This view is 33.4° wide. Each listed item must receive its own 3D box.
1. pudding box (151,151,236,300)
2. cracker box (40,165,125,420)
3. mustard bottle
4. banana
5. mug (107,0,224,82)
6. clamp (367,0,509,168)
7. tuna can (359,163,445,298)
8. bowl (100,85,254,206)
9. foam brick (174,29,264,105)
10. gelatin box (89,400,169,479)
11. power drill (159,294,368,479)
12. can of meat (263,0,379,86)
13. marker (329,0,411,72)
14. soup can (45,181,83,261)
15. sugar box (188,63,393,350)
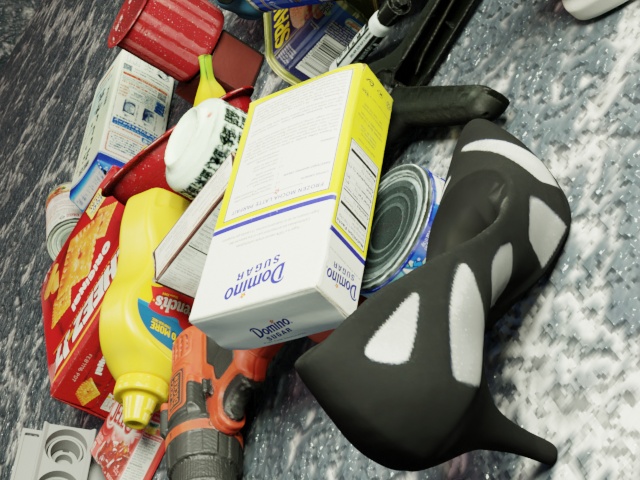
[{"bbox_3d":[-0.055,0.001,0.765,0.114,0.090,0.039,-49,29,27],"label":"pudding box"},{"bbox_3d":[-0.200,0.042,1.021,0.164,0.072,0.214,-57,26,12],"label":"cracker box"},{"bbox_3d":[-0.127,0.058,0.836,0.058,0.096,0.191,-17,47,29],"label":"mustard bottle"},{"bbox_3d":[-0.131,-0.104,1.057,0.198,0.037,0.069,-42,59,52],"label":"banana"},{"bbox_3d":[-0.151,-0.208,1.040,0.093,0.081,0.117,-63,24,-4],"label":"mug"},{"bbox_3d":[0.055,-0.107,0.726,0.210,0.036,0.164,-32,37,48],"label":"clamp"},{"bbox_3d":[0.049,-0.002,0.636,0.086,0.033,0.086,-44,31,35],"label":"tuna can"},{"bbox_3d":[-0.109,-0.065,0.924,0.162,0.055,0.162,-36,1,1],"label":"bowl"},{"bbox_3d":[-0.101,-0.166,1.061,0.078,0.051,0.053,-17,50,57],"label":"foam brick"},{"bbox_3d":[-0.151,0.156,0.864,0.073,0.030,0.089,-63,25,-1],"label":"gelatin box"},{"bbox_3d":[-0.041,0.085,0.693,0.188,0.057,0.184,-48,31,27],"label":"power drill"},{"bbox_3d":[0.001,-0.183,0.881,0.084,0.057,0.102,-44,31,29],"label":"can of meat"},{"bbox_3d":[0.036,-0.151,0.795,0.121,0.020,0.020,140,149,-63],"label":"marker"},{"bbox_3d":[-0.288,-0.018,1.252,0.068,0.068,0.102,-55,27,16],"label":"soup can"},{"bbox_3d":[-0.014,-0.022,0.642,0.093,0.048,0.176,-16,47,33],"label":"sugar box"}]
